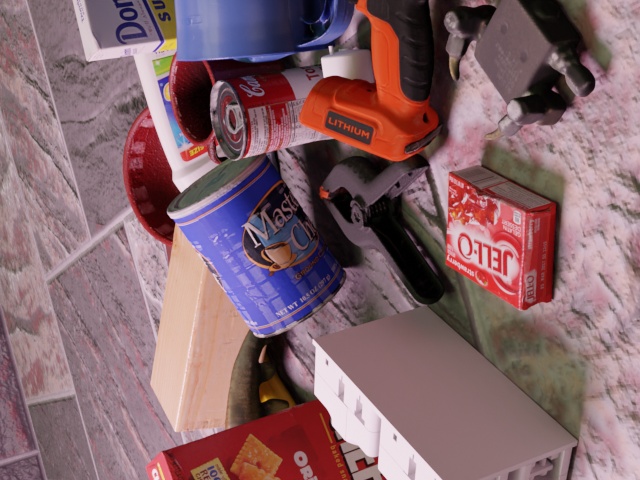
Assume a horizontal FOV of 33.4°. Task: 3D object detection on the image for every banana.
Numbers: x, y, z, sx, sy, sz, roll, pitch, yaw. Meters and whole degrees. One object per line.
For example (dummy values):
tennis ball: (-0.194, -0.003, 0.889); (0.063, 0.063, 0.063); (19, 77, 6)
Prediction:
banana: (-0.060, 0.152, 1.171); (0.198, 0.037, 0.070); (-129, 32, -48)

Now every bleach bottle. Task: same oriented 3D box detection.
bleach bottle: (-0.118, -0.138, 1.057); (0.068, 0.102, 0.251); (-134, 28, -78)

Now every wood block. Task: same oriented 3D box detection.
wood block: (-0.110, 0.087, 1.117); (0.091, 0.090, 0.206); (49, 133, 51)

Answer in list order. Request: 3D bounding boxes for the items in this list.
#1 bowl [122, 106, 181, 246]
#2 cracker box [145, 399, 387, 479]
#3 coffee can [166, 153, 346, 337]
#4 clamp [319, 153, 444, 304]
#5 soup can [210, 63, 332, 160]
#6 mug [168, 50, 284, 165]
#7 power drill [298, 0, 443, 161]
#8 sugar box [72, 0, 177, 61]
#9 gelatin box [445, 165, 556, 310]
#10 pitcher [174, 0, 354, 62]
bowl: (-0.142, -0.075, 1.167); (0.162, 0.055, 0.162); (9, 104, 38)
cracker box: (-0.025, 0.236, 0.941); (0.164, 0.213, 0.072); (68, 152, 15)
coffee can: (-0.056, 0.001, 0.958); (0.140, 0.102, 0.103); (56, 159, -16)
clamp: (0.046, -0.033, 0.860); (0.172, 0.039, 0.120); (38, 134, 52)
soup can: (-0.034, -0.111, 0.911); (0.069, 0.102, 0.068); (40, 138, 51)
mug: (-0.082, -0.127, 0.990); (0.093, 0.081, 0.117); (20, 118, 53)
power drill: (0.026, -0.161, 0.755); (0.185, 0.057, 0.188); (26, 134, 28)
sugar box: (-0.133, -0.223, 0.969); (0.048, 0.176, 0.093); (-13, 90, 65)
gelatin box: (0.122, -0.003, 0.732); (0.089, 0.030, 0.073); (37, 135, 53)
pitcher: (-0.054, -0.266, 0.859); (0.145, 0.149, 0.243); (-93, -1, -77)
